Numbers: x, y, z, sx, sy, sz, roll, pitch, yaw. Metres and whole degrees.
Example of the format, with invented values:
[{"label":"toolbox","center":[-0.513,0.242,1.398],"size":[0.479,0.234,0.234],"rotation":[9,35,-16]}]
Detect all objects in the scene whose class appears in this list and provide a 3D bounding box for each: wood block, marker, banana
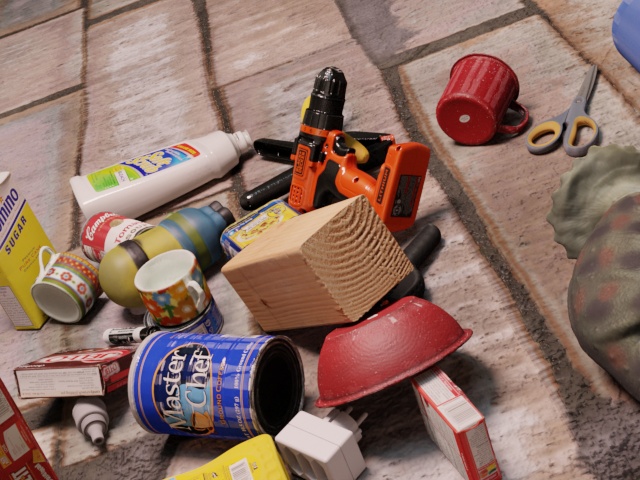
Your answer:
[{"label":"wood block","center":[-0.010,0.028,1.082],"size":[0.090,0.091,0.206],"rotation":[-40,11,-25]},{"label":"marker","center":[-0.209,0.106,1.188],"size":[0.020,0.020,0.121],"rotation":[-44,19,-31]},{"label":"banana","center":[0.012,-0.151,1.385],"size":[0.069,0.037,0.198],"rotation":[-16,35,1]}]

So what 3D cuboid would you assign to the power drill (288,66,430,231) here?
[{"label":"power drill","center":[0.042,-0.100,1.255],"size":[0.057,0.184,0.188],"rotation":[-2,19,-40]}]

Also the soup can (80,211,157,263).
[{"label":"soup can","center":[-0.246,0.005,1.346],"size":[0.102,0.068,0.068],"rotation":[15,47,41]}]

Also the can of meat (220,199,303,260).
[{"label":"can of meat","center":[-0.058,0.002,1.257],"size":[0.102,0.057,0.084],"rotation":[-31,32,-15]}]

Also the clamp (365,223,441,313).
[{"label":"clamp","center":[0.082,0.035,1.146],"size":[0.120,0.039,0.171],"rotation":[-23,30,7]}]

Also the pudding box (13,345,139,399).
[{"label":"pudding box","center":[-0.257,0.141,1.149],"size":[0.114,0.039,0.090],"rotation":[-8,4,22]}]

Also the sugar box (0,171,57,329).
[{"label":"sugar box","center":[-0.376,0.014,1.306],"size":[0.048,0.176,0.093],"rotation":[-3,37,26]}]

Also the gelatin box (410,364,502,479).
[{"label":"gelatin box","center":[0.116,0.159,0.916],"size":[0.030,0.073,0.089],"rotation":[-27,32,-10]}]

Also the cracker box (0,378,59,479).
[{"label":"cracker box","center":[-0.366,0.172,1.083],"size":[0.072,0.164,0.214],"rotation":[-36,36,-26]}]

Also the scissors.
[{"label":"scissors","center":[0.302,-0.161,1.326],"size":[0.096,0.016,0.201],"rotation":[-10,34,17]}]

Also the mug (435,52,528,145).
[{"label":"mug","center":[0.205,-0.169,1.340],"size":[0.117,0.093,0.081],"rotation":[27,52,4]}]

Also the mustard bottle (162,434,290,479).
[{"label":"mustard bottle","center":[-0.116,0.246,0.934],"size":[0.191,0.058,0.096],"rotation":[-23,38,-4]}]

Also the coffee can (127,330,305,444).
[{"label":"coffee can","center":[-0.100,0.141,1.036],"size":[0.140,0.103,0.102],"rotation":[-1,38,28]}]

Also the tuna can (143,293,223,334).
[{"label":"tuna can","center":[-0.155,0.090,1.203],"size":[0.086,0.033,0.086],"rotation":[-15,33,10]}]

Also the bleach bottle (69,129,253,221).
[{"label":"bleach bottle","center":[-0.215,-0.094,1.480],"size":[0.250,0.068,0.103],"rotation":[-25,33,-10]}]

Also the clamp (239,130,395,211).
[{"label":"clamp","center":[-0.005,-0.098,1.387],"size":[0.210,0.036,0.164],"rotation":[-7,34,17]}]

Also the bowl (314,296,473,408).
[{"label":"bowl","center":[0.057,0.095,0.989],"size":[0.162,0.055,0.162],"rotation":[-25,1,0]}]
